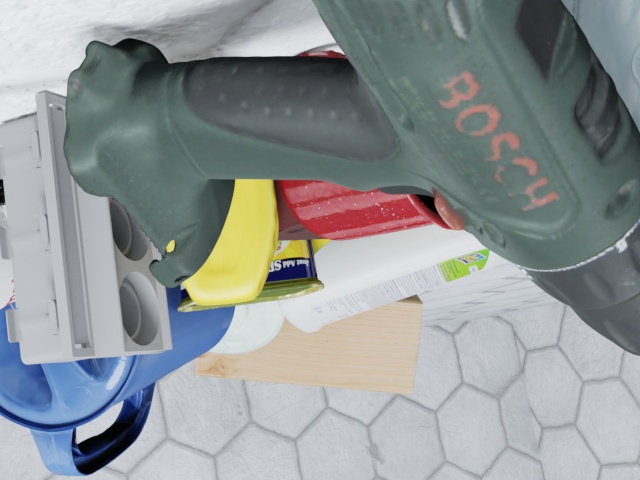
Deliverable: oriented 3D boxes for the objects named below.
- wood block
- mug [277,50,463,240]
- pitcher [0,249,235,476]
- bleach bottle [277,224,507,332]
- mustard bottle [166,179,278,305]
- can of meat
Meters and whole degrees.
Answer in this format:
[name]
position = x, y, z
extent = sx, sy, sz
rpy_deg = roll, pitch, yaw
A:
[wood block]
position = -0.012, 0.087, 1.030
extent = 0.206, 0.091, 0.090
rpy_deg = 5, -174, -1
[mug]
position = 0.023, -0.051, 0.532
extent = 0.082, 0.093, 0.117
rpy_deg = -12, 142, 42
[pitcher]
position = -0.150, 0.064, 0.799
extent = 0.149, 0.145, 0.242
rpy_deg = -48, 171, 12
[bleach bottle]
position = 0.089, 0.009, 0.880
extent = 0.251, 0.068, 0.102
rpy_deg = -16, 163, 10
[mustard bottle]
position = -0.053, -0.012, 0.608
extent = 0.058, 0.096, 0.191
rpy_deg = -7, 177, -2
[can of meat]
position = -0.055, 0.001, 0.750
extent = 0.101, 0.084, 0.058
rpy_deg = -6, 171, -29
